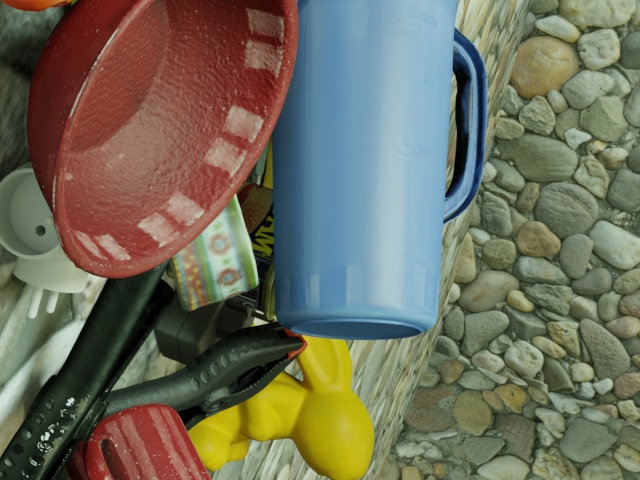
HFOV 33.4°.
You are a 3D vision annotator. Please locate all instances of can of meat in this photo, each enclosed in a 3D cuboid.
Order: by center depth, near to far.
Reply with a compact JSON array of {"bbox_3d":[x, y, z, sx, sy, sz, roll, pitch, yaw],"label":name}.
[{"bbox_3d":[-0.055,0.001,0.795,0.102,0.084,0.057,-58,162,-47],"label":"can of meat"}]

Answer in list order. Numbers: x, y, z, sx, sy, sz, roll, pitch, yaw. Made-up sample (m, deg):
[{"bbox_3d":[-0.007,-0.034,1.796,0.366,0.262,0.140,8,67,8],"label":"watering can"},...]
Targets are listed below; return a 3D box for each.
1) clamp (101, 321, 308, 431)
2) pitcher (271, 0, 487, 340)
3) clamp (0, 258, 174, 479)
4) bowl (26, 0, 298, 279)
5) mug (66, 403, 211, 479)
[{"bbox_3d":[-0.090,0.115,0.779,0.171,0.039,0.120,-23,157,-22],"label":"clamp"},{"bbox_3d":[0.036,-0.057,0.735,0.145,0.149,0.243,44,46,-71],"label":"pitcher"},{"bbox_3d":[-0.143,0.093,0.625,0.210,0.036,0.164,-60,179,-7],"label":"clamp"},{"bbox_3d":[-0.079,-0.065,0.480,0.162,0.055,0.162,-47,157,-28],"label":"bowl"},{"bbox_3d":[-0.119,0.157,0.686,0.093,0.081,0.117,-34,153,5],"label":"mug"}]
